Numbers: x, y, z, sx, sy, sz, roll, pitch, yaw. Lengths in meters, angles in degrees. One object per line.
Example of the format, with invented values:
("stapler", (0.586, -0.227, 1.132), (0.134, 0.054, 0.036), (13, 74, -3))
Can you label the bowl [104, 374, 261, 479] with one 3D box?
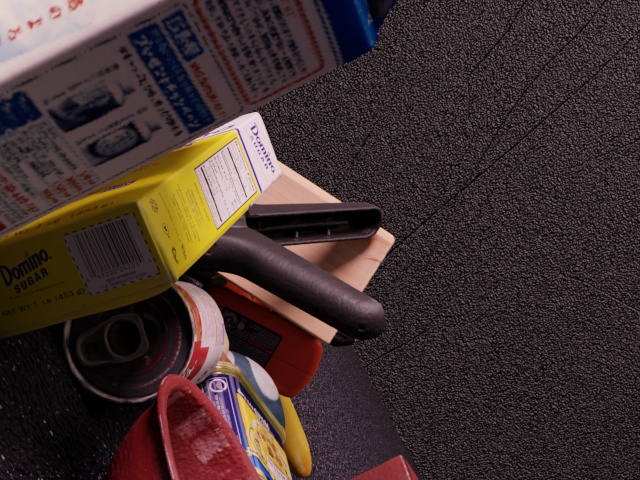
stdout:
("bowl", (-0.056, 0.145, 0.488), (0.162, 0.055, 0.162), (63, 2, -6))

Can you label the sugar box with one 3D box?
("sugar box", (-0.087, -0.015, 0.521), (0.176, 0.093, 0.048), (-61, 133, -66))

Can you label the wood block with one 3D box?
("wood block", (-0.057, -0.022, 0.788), (0.206, 0.091, 0.090), (32, 4, -1))

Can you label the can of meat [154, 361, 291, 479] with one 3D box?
("can of meat", (-0.052, 0.138, 0.645), (0.102, 0.057, 0.084), (60, 6, -41))

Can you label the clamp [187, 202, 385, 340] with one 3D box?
("clamp", (-0.054, 0.001, 0.650), (0.164, 0.210, 0.036), (-101, -158, -66))

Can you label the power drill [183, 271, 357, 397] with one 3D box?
("power drill", (-0.042, 0.062, 0.883), (0.184, 0.057, 0.187), (26, 11, -9))

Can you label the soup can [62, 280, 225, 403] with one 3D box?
("soup can", (-0.093, 0.052, 0.585), (0.068, 0.068, 0.102), (63, 2, 6))
